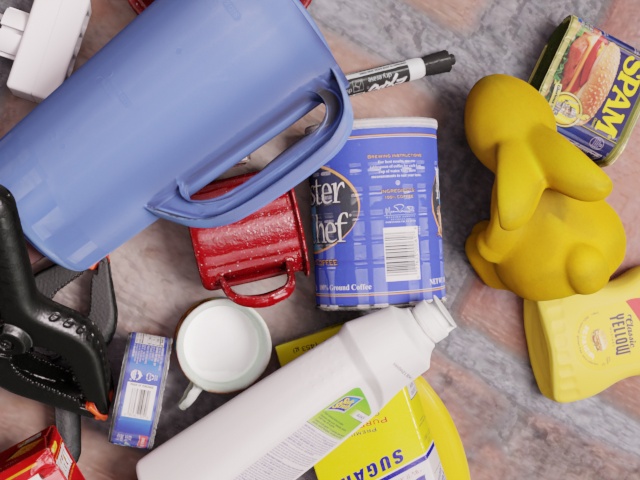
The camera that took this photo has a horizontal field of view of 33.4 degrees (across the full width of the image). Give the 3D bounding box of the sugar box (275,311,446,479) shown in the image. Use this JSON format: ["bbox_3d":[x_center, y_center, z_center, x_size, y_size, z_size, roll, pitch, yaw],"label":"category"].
[{"bbox_3d":[0.036,0.151,0.836,0.093,0.048,0.176,-19,88,16],"label":"sugar box"}]

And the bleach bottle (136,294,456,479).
[{"bbox_3d":[-0.009,0.125,0.781,0.251,0.102,0.068,-36,59,9],"label":"bleach bottle"}]

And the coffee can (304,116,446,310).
[{"bbox_3d":[0.043,-0.020,0.825,0.102,0.103,0.140,-4,91,-10],"label":"coffee can"}]

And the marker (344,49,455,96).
[{"bbox_3d":[0.053,-0.134,0.870,0.121,0.020,0.020,-16,93,-10],"label":"marker"}]

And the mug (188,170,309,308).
[{"bbox_3d":[-0.055,0.001,0.809,0.081,0.093,0.117,-13,58,-5],"label":"mug"}]

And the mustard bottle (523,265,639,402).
[{"bbox_3d":[0.270,0.069,0.888,0.191,0.058,0.096,-11,92,-10],"label":"mustard bottle"}]

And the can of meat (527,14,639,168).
[{"bbox_3d":[0.219,-0.124,0.881,0.084,0.057,0.102,26,85,-6],"label":"can of meat"}]

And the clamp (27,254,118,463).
[{"bbox_3d":[-0.217,0.079,0.812,0.120,0.039,0.171,20,84,-14],"label":"clamp"}]

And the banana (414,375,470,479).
[{"bbox_3d":[0.087,0.188,0.866,0.069,0.037,0.198,-5,91,-11],"label":"banana"}]

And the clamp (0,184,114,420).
[{"bbox_3d":[-0.209,0.052,0.732,0.165,0.036,0.209,-30,124,29],"label":"clamp"}]

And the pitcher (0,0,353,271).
[{"bbox_3d":[-0.104,-0.082,0.738,0.243,0.149,0.145,-38,113,3],"label":"pitcher"}]

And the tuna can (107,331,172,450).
[{"bbox_3d":[-0.136,0.112,0.802,0.033,0.086,0.086,11,88,-9],"label":"tuna can"}]
